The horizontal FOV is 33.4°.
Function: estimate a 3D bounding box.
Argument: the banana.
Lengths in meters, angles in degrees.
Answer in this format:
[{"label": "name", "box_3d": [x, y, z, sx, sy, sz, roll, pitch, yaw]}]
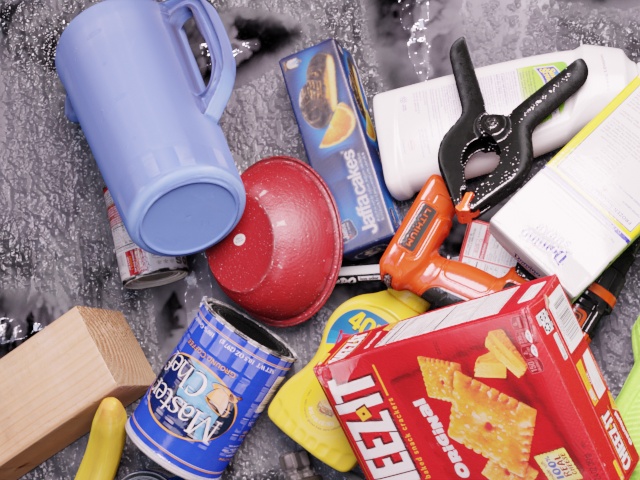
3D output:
[{"label": "banana", "box_3d": [-0.221, 0.228, 1.030, 0.037, 0.069, 0.198, 26, 106, 4]}]

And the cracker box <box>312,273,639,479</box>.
[{"label": "cracker box", "box_3d": [0.119, 0.137, 0.855, 0.214, 0.072, 0.164, -21, 98, 36]}]

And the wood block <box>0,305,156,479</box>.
[{"label": "wood block", "box_3d": [-0.278, 0.159, 1.054, 0.206, 0.090, 0.090, -34, 74, 11]}]

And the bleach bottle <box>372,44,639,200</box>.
[{"label": "bleach bottle", "box_3d": [0.178, -0.110, 0.952, 0.251, 0.068, 0.102, -11, 78, 15]}]

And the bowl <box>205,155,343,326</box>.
[{"label": "bowl", "box_3d": [-0.056, 0.001, 0.987, 0.162, 0.055, 0.162, 1, 92, 42]}]

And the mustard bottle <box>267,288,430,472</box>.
[{"label": "mustard bottle", "box_3d": [0.042, 0.108, 0.970, 0.096, 0.058, 0.191, 36, 94, 16]}]

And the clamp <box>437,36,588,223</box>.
[{"label": "clamp", "box_3d": [0.156, -0.094, 0.896, 0.120, 0.039, 0.171, 4, 70, 23]}]

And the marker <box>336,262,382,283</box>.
[{"label": "marker", "box_3d": [0.018, 0.032, 1.009, 0.121, 0.020, 0.020, -4, 82, 18]}]

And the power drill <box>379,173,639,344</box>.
[{"label": "power drill", "box_3d": [0.159, 0.020, 0.907, 0.188, 0.057, 0.184, 30, 83, 15]}]

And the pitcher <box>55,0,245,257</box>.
[{"label": "pitcher", "box_3d": [-0.147, -0.111, 0.979, 0.144, 0.149, 0.243, -11, 50, -20]}]

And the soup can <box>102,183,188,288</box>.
[{"label": "soup can", "box_3d": [-0.172, -0.010, 1.052, 0.069, 0.068, 0.102, -17, 79, 16]}]

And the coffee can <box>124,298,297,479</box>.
[{"label": "coffee can", "box_3d": [-0.101, 0.139, 0.990, 0.103, 0.102, 0.140, 34, 94, 19]}]

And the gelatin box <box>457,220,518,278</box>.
[{"label": "gelatin box", "box_3d": [0.167, 0.027, 0.953, 0.089, 0.030, 0.073, 15, 88, 16]}]

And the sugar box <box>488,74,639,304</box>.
[{"label": "sugar box", "box_3d": [0.229, -0.040, 0.865, 0.176, 0.048, 0.093, -44, 75, -5]}]
